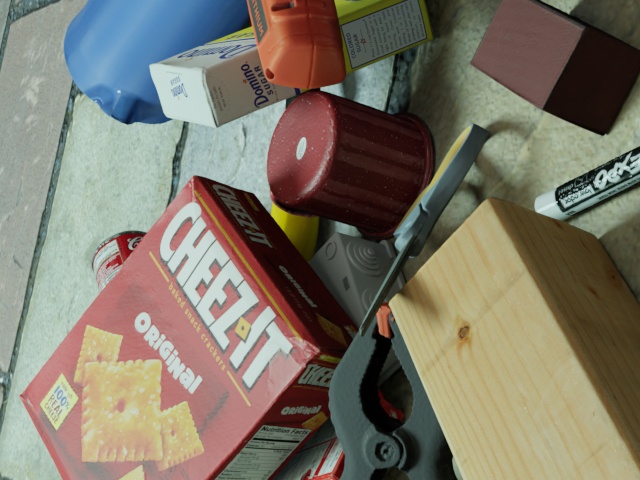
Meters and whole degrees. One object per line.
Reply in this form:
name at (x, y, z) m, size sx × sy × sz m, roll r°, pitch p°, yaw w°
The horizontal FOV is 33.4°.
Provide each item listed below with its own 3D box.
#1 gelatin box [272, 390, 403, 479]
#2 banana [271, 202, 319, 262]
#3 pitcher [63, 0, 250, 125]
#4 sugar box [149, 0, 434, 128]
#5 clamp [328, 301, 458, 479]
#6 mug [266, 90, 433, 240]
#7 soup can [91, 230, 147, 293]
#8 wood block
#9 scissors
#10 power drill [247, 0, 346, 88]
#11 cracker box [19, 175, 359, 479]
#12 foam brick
gelatin box at (0.006, 0.142, 0.690) m, size 0.089 × 0.030 × 0.073 m, roll -31°, pitch 19°, yaw 45°
banana at (-0.040, 0.012, 0.793) m, size 0.197 × 0.069 × 0.037 m, roll -62°, pitch -7°, yaw -24°
pitcher at (-0.119, -0.223, 0.927) m, size 0.243 × 0.144 × 0.149 m, roll -39°, pitch 78°, yaw 49°
sugar box at (-0.020, -0.131, 0.739) m, size 0.093 × 0.176 × 0.048 m, roll 20°, pitch 129°, yaw 59°
clamp at (0.052, 0.122, 0.598) m, size 0.120 × 0.039 × 0.171 m, roll 7°, pitch 98°, yaw 19°
mug at (0.010, -0.049, 0.739) m, size 0.117 × 0.081 × 0.093 m, roll -32°, pitch 53°, yaw 45°
soup can at (-0.164, 0.048, 0.964) m, size 0.069 × 0.068 × 0.102 m, roll -56°, pitch 39°, yaw 26°
wood block at (0.122, 0.088, 0.515) m, size 0.091 × 0.090 × 0.206 m, roll -50°, pitch 42°, yaw 29°
scissors at (0.049, 0.004, 0.631) m, size 0.201 × 0.016 × 0.096 m, roll -55°, pitch 0°, yaw -38°
power drill at (0.003, -0.177, 0.604) m, size 0.188 × 0.057 × 0.184 m, roll 109°, pitch 157°, yaw -51°
cracker box at (-0.089, 0.091, 0.699) m, size 0.214 × 0.072 × 0.164 m, roll -50°, pitch 56°, yaw 18°
foam brick at (0.134, -0.103, 0.607) m, size 0.051 × 0.052 × 0.078 m, roll -63°, pitch 36°, yaw 17°
